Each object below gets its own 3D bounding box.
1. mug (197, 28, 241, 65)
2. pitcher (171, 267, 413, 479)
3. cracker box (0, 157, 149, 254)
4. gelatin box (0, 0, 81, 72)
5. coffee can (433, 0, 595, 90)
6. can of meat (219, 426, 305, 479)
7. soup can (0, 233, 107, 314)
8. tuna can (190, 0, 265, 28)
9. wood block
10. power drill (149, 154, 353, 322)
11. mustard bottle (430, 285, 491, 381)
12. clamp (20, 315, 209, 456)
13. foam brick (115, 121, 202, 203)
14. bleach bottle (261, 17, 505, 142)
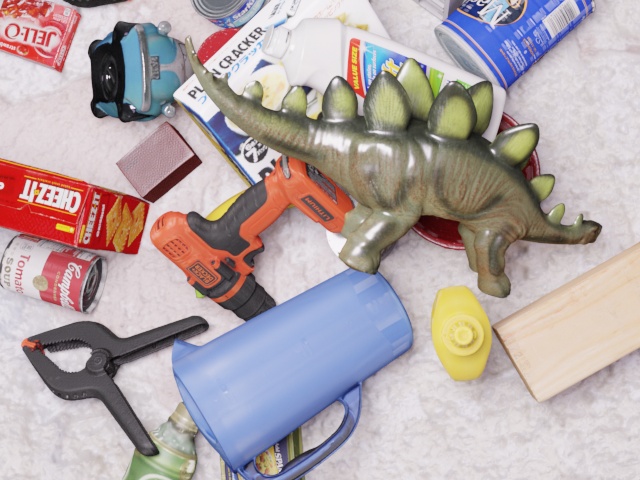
[{"bbox_3d":[-0.081,-0.187,1.186,0.117,0.081,0.093,3,87,6],"label":"mug"},{"bbox_3d":[-0.022,0.135,1.116,0.242,0.145,0.149,-30,124,-13],"label":"pitcher"},{"bbox_3d":[-0.291,-0.038,1.133,0.164,0.213,0.072,14,88,7],"label":"cracker box"},{"bbox_3d":[-0.333,-0.245,1.243,0.089,0.030,0.073,20,89,7],"label":"gelatin box"},{"bbox_3d":[0.207,-0.236,1.146,0.140,0.103,0.103,-42,83,2],"label":"coffee can"},{"bbox_3d":[-0.063,0.245,1.170,0.084,0.057,0.102,-5,85,8],"label":"can of meat"},{"bbox_3d":[-0.301,0.037,1.203,0.102,0.068,0.068,16,88,8],"label":"soup can"},{"bbox_3d":[-0.101,-0.278,1.177,0.086,0.033,0.086,-7,75,27],"label":"tuna can"},{"bbox_3d":[0.293,0.079,1.123,0.206,0.091,0.090,-30,85,3],"label":"wood block"},{"bbox_3d":[-0.057,0.001,1.127,0.188,0.057,0.184,-34,126,18],"label":"power drill"},{"bbox_3d":[0.142,0.094,1.088,0.058,0.191,0.096,-6,86,6],"label":"mustard bottle"},{"bbox_3d":[-0.234,0.133,1.191,0.210,0.036,0.164,18,65,21],"label":"clamp"},{"bbox_3d":[-0.181,-0.088,1.206,0.078,0.051,0.053,-39,82,2],"label":"foam brick"},{"bbox_3d":[0.058,-0.150,1.069,0.250,0.068,0.102,18,88,-19],"label":"bleach bottle"}]
